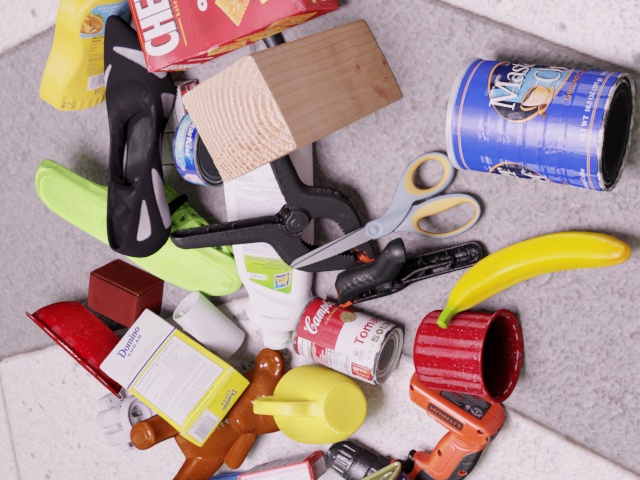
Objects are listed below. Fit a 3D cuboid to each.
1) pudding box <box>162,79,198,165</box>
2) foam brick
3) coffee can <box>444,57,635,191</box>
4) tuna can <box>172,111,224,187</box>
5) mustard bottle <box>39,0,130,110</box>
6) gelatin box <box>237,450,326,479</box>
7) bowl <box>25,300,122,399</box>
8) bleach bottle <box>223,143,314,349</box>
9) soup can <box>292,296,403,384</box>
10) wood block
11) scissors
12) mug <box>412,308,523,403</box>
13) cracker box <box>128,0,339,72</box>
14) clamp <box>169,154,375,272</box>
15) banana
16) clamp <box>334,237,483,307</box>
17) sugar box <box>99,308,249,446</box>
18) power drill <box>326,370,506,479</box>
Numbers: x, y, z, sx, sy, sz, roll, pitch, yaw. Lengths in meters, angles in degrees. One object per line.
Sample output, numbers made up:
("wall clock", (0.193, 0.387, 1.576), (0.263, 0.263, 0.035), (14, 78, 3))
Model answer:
("pudding box", (-0.182, -0.131, 1.211), (0.114, 0.039, 0.090), (-1, 107, 30))
("foam brick", (-0.240, 0.066, 1.316), (0.078, 0.052, 0.051), (23, 119, 24))
("coffee can", (0.194, -0.104, 0.943), (0.140, 0.102, 0.103), (11, 114, 28))
("tuna can", (-0.121, -0.102, 1.154), (0.034, 0.086, 0.086), (10, 114, 31))
("mustard bottle", (-0.251, -0.240, 1.174), (0.058, 0.096, 0.192), (33, 123, 18))
("gelatin box", (-0.044, 0.273, 1.242), (0.089, 0.073, 0.030), (-16, 85, 12))
("bowl", (-0.293, 0.127, 1.344), (0.162, 0.055, 0.162), (39, 165, 12))
("bleach bottle", (-0.058, 0.001, 1.167), (0.103, 0.068, 0.251), (8, 115, 18))
("soup can", (0.030, 0.108, 1.152), (0.102, 0.068, 0.068), (19, 118, 25))
("wood block", (-0.021, -0.135, 1.002), (0.091, 0.205, 0.090), (-24, 95, 36))
("scissors", (0.059, -0.032, 1.070), (0.202, 0.016, 0.096), (-8, 93, 12))
("mug", (0.151, 0.119, 1.076), (0.082, 0.093, 0.117), (3, 146, 36))
("cracker box", (-0.102, -0.276, 1.071), (0.214, 0.072, 0.164), (-13, 93, 35))
("clamp", (-0.038, -0.018, 1.093), (0.209, 0.036, 0.165), (35, 103, -25))
("banana", (0.200, 0.028, 1.017), (0.198, 0.069, 0.037), (-26, 133, 28))
("clamp", (0.066, 0.032, 1.076), (0.172, 0.120, 0.039), (-26, 62, 39))
("sugar box", (-0.171, 0.155, 1.234), (0.176, 0.093, 0.048), (27, 164, 45))
("power drill", (0.106, 0.226, 1.159), (0.184, 0.057, 0.188), (29, 124, 15))
